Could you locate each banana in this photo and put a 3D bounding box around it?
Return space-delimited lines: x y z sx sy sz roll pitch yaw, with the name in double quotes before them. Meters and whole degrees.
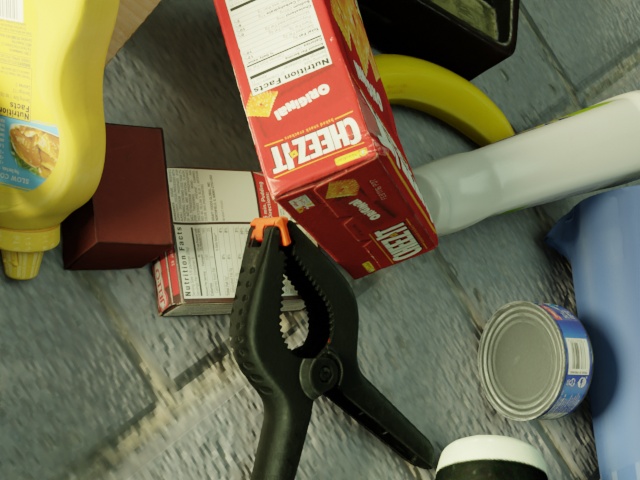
"banana" 0.077 -0.106 0.826 0.197 0.037 0.069 3 93 -32

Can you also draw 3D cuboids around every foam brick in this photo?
"foam brick" -0.124 -0.026 0.642 0.051 0.053 0.078 3 71 -34

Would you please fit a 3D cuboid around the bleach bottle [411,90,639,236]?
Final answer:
"bleach bottle" 0.140 -0.048 0.793 0.250 0.103 0.068 -17 87 -31

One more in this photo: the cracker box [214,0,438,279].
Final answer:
"cracker box" 0.000 -0.102 0.673 0.164 0.072 0.214 44 26 -64

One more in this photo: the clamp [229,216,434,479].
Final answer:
"clamp" -0.013 0.090 0.659 0.164 0.036 0.210 -31 108 -37

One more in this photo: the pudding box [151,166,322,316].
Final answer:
"pudding box" -0.055 0.001 0.690 0.113 0.039 0.090 0 74 -33

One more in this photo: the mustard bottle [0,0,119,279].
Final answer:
"mustard bottle" -0.160 -0.070 0.587 0.058 0.096 0.192 -20 123 -58

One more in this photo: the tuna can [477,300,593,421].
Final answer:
"tuna can" 0.155 0.087 0.771 0.033 0.086 0.086 6 69 -34
